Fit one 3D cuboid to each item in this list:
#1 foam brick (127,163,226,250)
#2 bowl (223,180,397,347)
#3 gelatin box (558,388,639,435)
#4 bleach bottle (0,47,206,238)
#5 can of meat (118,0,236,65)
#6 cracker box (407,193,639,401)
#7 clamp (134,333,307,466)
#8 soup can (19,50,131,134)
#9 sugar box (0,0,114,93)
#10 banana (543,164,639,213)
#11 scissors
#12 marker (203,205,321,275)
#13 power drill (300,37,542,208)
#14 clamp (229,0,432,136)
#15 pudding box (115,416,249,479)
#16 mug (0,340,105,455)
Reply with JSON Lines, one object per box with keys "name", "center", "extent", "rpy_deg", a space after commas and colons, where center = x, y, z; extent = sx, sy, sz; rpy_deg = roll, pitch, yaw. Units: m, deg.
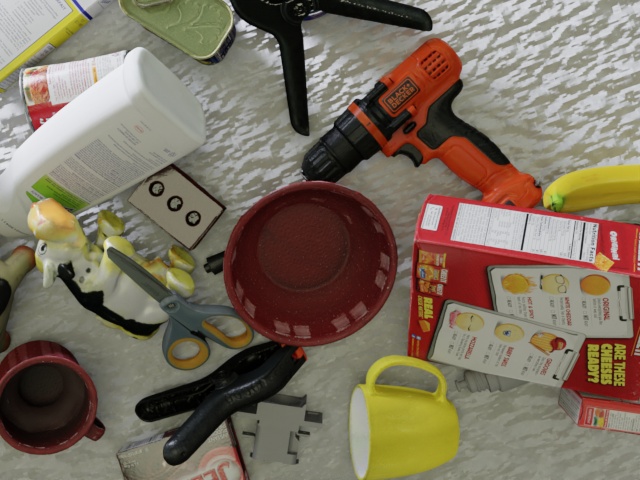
{"name": "foam brick", "center": [-0.134, -0.035, 1.007], "extent": [0.078, 0.051, 0.053], "rpy_deg": [38, 92, -2]}
{"name": "bowl", "center": [-0.012, 0.015, 0.995], "extent": [0.162, 0.055, 0.162], "rpy_deg": [-3, 109, -8]}
{"name": "gelatin box", "center": [0.268, 0.156, 0.998], "extent": [0.073, 0.089, 0.030], "rpy_deg": [9, 94, 0]}
{"name": "bleach bottle", "center": [-0.229, -0.071, 0.967], "extent": [0.251, 0.068, 0.102], "rpy_deg": [-27, 136, 21]}
{"name": "can of meat", "center": [-0.128, -0.206, 0.983], "extent": [0.102, 0.084, 0.057], "rpy_deg": [32, 92, -2]}
{"name": "cracker box", "center": [0.188, 0.050, 0.941], "extent": [0.214, 0.072, 0.164], "rpy_deg": [9, 137, 11]}
{"name": "clamp", "center": [-0.088, 0.145, 0.987], "extent": [0.171, 0.120, 0.039], "rpy_deg": [-29, 118, -5]}
{"name": "soup can", "center": [-0.220, -0.136, 0.995], "extent": [0.102, 0.068, 0.068], "rpy_deg": [-11, 93, 0]}
{"name": "sugar box", "center": [-0.266, -0.230, 1.002], "extent": [0.176, 0.048, 0.093], "rpy_deg": [-39, 92, -2]}
{"name": "banana", "center": [0.283, -0.046, 0.997], "extent": [0.197, 0.070, 0.037], "rpy_deg": [-9, 119, -20]}
{"name": "scissors", "center": [-0.144, 0.070, 0.971], "extent": [0.096, 0.016, 0.201], "rpy_deg": [-41, 136, 20]}
{"name": "marker", "center": [-0.057, 0.001, 1.025], "extent": [0.121, 0.020, 0.020], "rpy_deg": [-26, 92, 1]}
{"name": "power drill", "center": [0.100, -0.068, 1.004], "extent": [0.184, 0.057, 0.187], "rpy_deg": [-42, 93, 5]}
{"name": "clamp", "center": [-0.023, -0.205, 0.971], "extent": [0.209, 0.036, 0.165], "rpy_deg": [38, 105, -21]}
{"name": "pudding box", "center": [-0.129, 0.226, 1.026], "extent": [0.113, 0.039, 0.090], "rpy_deg": [-17, 93, 1]}
{"name": "mug", "center": [-0.250, 0.147, 0.995], "extent": [0.117, 0.082, 0.093], "rpy_deg": [36, 87, -22]}
